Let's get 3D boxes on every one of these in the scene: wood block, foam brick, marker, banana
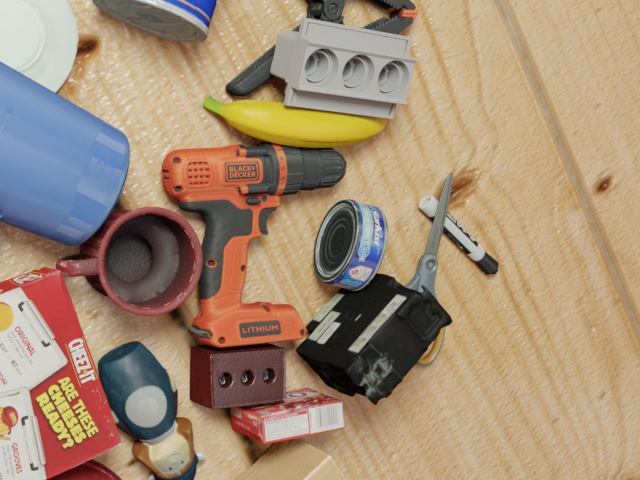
[{"bbox_3d":[-0.063,0.291,1.001,0.206,0.091,0.090,-41,112,-20],"label":"wood block"},{"bbox_3d":[-0.078,0.125,1.002,0.078,0.051,0.053,-3,95,-28],"label":"foam brick"},{"bbox_3d":[0.149,-0.003,1.133,0.121,0.020,0.020,43,74,-24],"label":"marker"},{"bbox_3d":[-0.008,-0.115,1.011,0.197,0.070,0.037,3,128,-29],"label":"banana"}]

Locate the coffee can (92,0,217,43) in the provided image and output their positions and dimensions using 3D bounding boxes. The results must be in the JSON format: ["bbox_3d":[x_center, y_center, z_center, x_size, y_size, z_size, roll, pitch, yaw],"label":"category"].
[{"bbox_3d":[-0.126,-0.255,0.918,0.102,0.103,0.140,19,84,-28],"label":"coffee can"}]

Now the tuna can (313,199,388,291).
[{"bbox_3d":[0.028,0.004,1.031,0.033,0.086,0.086,16,86,-27],"label":"tuna can"}]

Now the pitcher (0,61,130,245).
[{"bbox_3d":[-0.281,-0.077,0.837,0.242,0.145,0.149,27,113,-30],"label":"pitcher"}]

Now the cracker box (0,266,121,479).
[{"bbox_3d":[-0.294,0.134,0.877,0.213,0.072,0.164,-23,105,-26],"label":"cracker box"}]

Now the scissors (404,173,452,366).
[{"bbox_3d":[0.094,0.033,1.098,0.096,0.016,0.202,-5,102,-24],"label":"scissors"}]

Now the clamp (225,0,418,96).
[{"bbox_3d":[-0.001,-0.231,1.022,0.209,0.036,0.164,-11,107,-27],"label":"clamp"}]

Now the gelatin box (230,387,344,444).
[{"bbox_3d":[-0.033,0.166,1.018,0.089,0.073,0.030,-6,96,-27],"label":"gelatin box"}]

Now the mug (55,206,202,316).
[{"bbox_3d":[-0.171,0.017,0.927,0.117,0.082,0.093,-10,99,-27],"label":"mug"}]

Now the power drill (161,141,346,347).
[{"bbox_3d":[-0.057,0.001,1.003,0.184,0.057,0.188,-4,93,-25],"label":"power drill"}]
